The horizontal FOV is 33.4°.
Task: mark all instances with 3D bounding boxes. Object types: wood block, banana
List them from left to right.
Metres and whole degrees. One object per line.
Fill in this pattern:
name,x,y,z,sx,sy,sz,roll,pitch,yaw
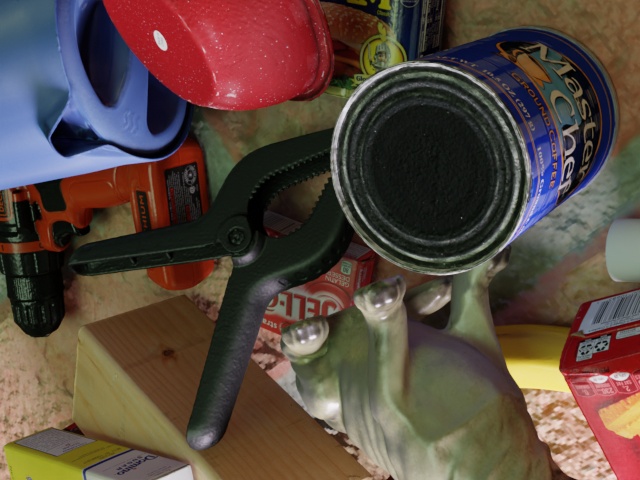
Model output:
wood block,-0.071,0.135,0.703,0.206,0.090,0.090,39,131,37
banana,0.113,0.082,0.643,0.198,0.037,0.069,-19,111,36

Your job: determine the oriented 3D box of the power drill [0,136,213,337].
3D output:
power drill,-0.167,-0.009,0.774,0.188,0.057,0.184,4,108,31

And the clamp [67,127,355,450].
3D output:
clamp,-0.054,0.001,0.662,0.210,0.036,0.165,-48,63,0

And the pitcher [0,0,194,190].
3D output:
pitcher,-0.210,-0.099,0.689,0.243,0.149,0.145,-11,88,26

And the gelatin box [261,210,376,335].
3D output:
gelatin box,-0.011,0.029,0.704,0.089,0.030,0.073,21,116,25

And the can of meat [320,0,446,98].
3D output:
can of meat,0.022,-0.129,0.615,0.102,0.057,0.084,17,117,28

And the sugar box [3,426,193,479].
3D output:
sugar box,-0.141,0.180,0.689,0.177,0.048,0.093,-1,103,51

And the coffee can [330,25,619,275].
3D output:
coffee can,0.084,-0.051,0.550,0.103,0.140,0.103,11,111,29

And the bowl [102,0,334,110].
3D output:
bowl,-0.069,-0.125,0.575,0.162,0.055,0.162,40,159,18
